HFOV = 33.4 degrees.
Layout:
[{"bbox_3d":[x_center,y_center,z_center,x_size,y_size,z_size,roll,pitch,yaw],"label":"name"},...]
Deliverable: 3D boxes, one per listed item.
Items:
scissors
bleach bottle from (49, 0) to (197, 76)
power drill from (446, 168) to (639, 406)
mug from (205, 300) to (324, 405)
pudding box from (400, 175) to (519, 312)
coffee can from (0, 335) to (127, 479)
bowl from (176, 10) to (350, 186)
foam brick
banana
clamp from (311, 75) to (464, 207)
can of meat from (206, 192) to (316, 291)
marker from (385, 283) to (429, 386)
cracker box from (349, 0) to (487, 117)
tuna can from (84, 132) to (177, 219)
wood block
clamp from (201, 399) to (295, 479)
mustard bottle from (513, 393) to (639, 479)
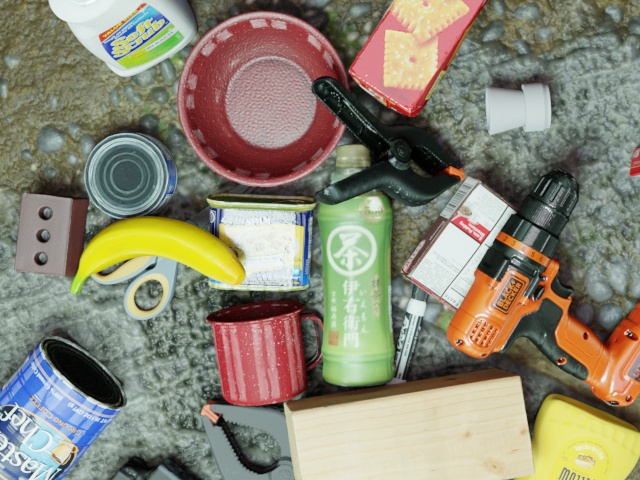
[{"bbox_3d":[-0.128,0.011,1.041,0.202,0.016,0.096,-20,93,6],"label":"scissors"},{"bbox_3d":[-0.179,-0.198,0.915,0.102,0.250,0.068,-27,90,6],"label":"bleach bottle"},{"bbox_3d":[0.230,0.051,0.965,0.187,0.057,0.184,29,96,-12],"label":"power drill"},{"bbox_3d":[-0.046,0.104,1.010,0.117,0.093,0.081,-12,98,-30],"label":"mug"},{"bbox_3d":[0.144,0.011,0.992,0.090,0.039,0.113,36,94,-12],"label":"pudding box"},{"bbox_3d":[-0.269,0.176,1.021,0.103,0.102,0.140,41,96,2],"label":"coffee can"},{"bbox_3d":[-0.051,-0.131,1.005,0.162,0.055,0.162,0,93,6],"label":"bowl"},{"bbox_3d":[-0.260,-0.006,1.035,0.053,0.051,0.078,7,94,5],"label":"foam brick"},{"bbox_3d":[-0.153,0.011,0.994,0.198,0.037,0.069,-5,93,30],"label":"banana"},{"bbox_3d":[0.057,-0.084,0.965,0.039,0.171,0.120,-17,73,47],"label":"clamp"},{"bbox_3d":[-0.056,0.001,1.006,0.102,0.057,0.084,2,100,-2],"label":"can of meat"},{"bbox_3d":[0.086,0.088,1.023,0.020,0.020,0.121,15,95,4],"label":"marker"},{"bbox_3d":[0.113,-0.212,0.930,0.072,0.164,0.214,35,96,1],"label":"cracker box"},{"bbox_3d":[-0.184,-0.062,1.033,0.086,0.033,0.086,0,93,6],"label":"tuna can"},{"bbox_3d":[0.077,0.178,0.970,0.206,0.091,0.090,-8,89,-6],"label":"wood block"},{"bbox_3d":[-0.023,0.218,1.032,0.164,0.036,0.210,-45,89,1],"label":"clamp"},{"bbox_3d":[0.221,0.247,0.999,0.096,0.058,0.192,22,96,-1],"label":"mustard bottle"}]
